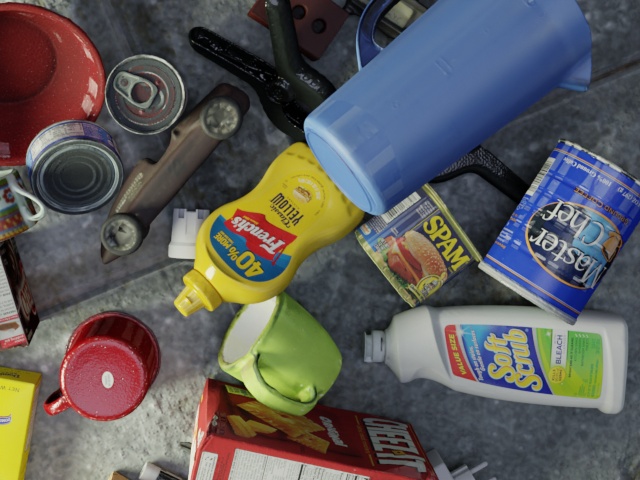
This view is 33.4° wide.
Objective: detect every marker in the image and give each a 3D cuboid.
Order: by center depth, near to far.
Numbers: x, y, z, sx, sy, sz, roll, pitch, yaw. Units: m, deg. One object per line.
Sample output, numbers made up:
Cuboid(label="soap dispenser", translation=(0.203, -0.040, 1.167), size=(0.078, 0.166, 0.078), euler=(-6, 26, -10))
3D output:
Cuboid(label="marker", translation=(-0.121, 0.253, 1.054), size=(0.121, 0.020, 0.020), euler=(27, 94, -8))

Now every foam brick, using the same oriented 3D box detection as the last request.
Cuboid(label="foam brick", translation=(-0.021, -0.209, 0.985), size=(0.078, 0.051, 0.053), euler=(34, 93, -8))

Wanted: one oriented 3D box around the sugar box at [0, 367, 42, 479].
Cuboid(label="sugar box", translation=(-0.328, 0.208, 1.017), size=(0.093, 0.048, 0.176), euler=(10, 95, -6))

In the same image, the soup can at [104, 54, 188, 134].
Cuboid(label="soup can", translation=(-0.154, -0.131, 0.958), size=(0.068, 0.102, 0.068), euler=(-1, 98, -5))

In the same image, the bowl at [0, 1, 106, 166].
Cuboid(label="bowl", translation=(-0.275, -0.147, 0.949), size=(0.162, 0.055, 0.162), euler=(-11, 129, -14))

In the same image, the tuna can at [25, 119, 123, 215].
Cuboid(label="tuna can", translation=(-0.224, -0.066, 0.975), size=(0.086, 0.034, 0.086), euler=(-11, 130, -14))

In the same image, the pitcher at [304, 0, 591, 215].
Cuboid(label="pitcher", translation=(0.101, -0.142, 0.935), size=(0.242, 0.149, 0.145), euler=(-39, 126, -8))

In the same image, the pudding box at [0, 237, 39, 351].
Cuboid(label="pudding box", translation=(-0.287, 0.047, 0.965), size=(0.039, 0.113, 0.090), euler=(-17, 99, -6))

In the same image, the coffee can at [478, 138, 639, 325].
Cuboid(label="coffee can", translation=(0.226, -0.007, 0.980), size=(0.102, 0.103, 0.140), euler=(31, 95, -8))

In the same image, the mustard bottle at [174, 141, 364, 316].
Cuboid(label="mustard bottle", translation=(-0.056, 0.001, 0.978), size=(0.191, 0.058, 0.096), euler=(-41, 79, -15))

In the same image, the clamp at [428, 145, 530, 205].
Cuboid(label="clamp", translation=(0.143, -0.092, 1.022), size=(0.210, 0.036, 0.164), euler=(-6, 97, -8))

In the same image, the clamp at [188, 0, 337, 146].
Cuboid(label="clamp", translation=(-0.043, -0.148, 0.980), size=(0.039, 0.120, 0.171), euler=(-53, 126, -34))

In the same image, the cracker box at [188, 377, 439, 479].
Cuboid(label="cracker box", translation=(-0.011, 0.199, 0.983), size=(0.213, 0.164, 0.072), euler=(13, 98, -6))

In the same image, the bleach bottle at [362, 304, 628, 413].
Cuboid(label="bleach bottle", translation=(0.166, 0.114, 1.040), size=(0.250, 0.068, 0.102), euler=(1, 96, -3))

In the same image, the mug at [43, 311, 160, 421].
Cuboid(label="mug", translation=(-0.208, 0.126, 0.998), size=(0.117, 0.081, 0.093), euler=(-31, 99, -1))

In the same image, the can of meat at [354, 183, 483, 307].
Cuboid(label="can of meat", translation=(0.091, 0.004, 1.008), size=(0.084, 0.057, 0.102), euler=(-37, 125, 3))
